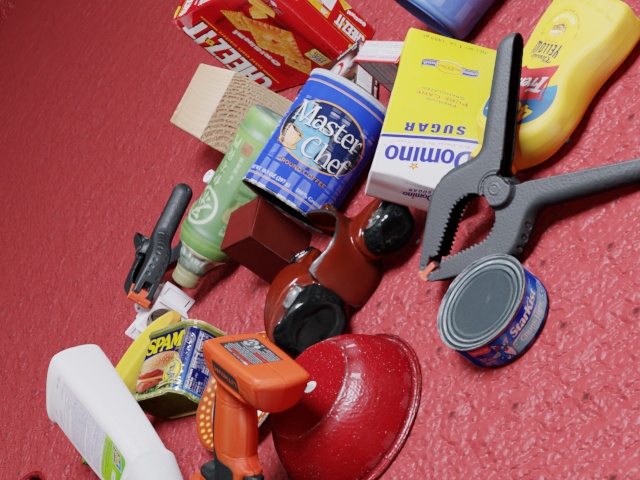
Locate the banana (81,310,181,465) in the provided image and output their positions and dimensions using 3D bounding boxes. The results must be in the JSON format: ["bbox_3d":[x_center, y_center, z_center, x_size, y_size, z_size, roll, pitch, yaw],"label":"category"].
[{"bbox_3d":[-0.218,0.164,1.223,0.198,0.037,0.070,-61,28,-4],"label":"banana"}]

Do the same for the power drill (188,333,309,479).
[{"bbox_3d":[-0.054,0.183,0.863,0.185,0.057,0.188,30,118,52],"label":"power drill"}]

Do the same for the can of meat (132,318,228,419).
[{"bbox_3d":[-0.151,0.140,1.138,0.102,0.057,0.084,-21,46,46],"label":"can of meat"}]

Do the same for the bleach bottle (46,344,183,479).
[{"bbox_3d":[-0.201,0.213,1.083,0.251,0.067,0.103,42,134,43],"label":"bleach bottle"}]

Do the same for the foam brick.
[{"bbox_3d":[-0.057,0.001,1.123,0.051,0.078,0.053,-23,42,41],"label":"foam brick"}]

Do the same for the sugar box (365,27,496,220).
[{"bbox_3d":[0.105,-0.110,0.984,0.048,0.093,0.176,103,-178,-56],"label":"sugar box"}]

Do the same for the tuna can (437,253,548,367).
[{"bbox_3d":[0.134,0.055,0.830,0.086,0.033,0.086,-36,33,29],"label":"tuna can"}]

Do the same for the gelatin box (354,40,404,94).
[{"bbox_3d":[0.087,-0.175,1.102,0.030,0.073,0.089,-59,29,-8],"label":"gelatin box"}]

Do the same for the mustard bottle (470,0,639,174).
[{"bbox_3d":[0.188,-0.122,0.914,0.191,0.058,0.096,-55,34,-1],"label":"mustard bottle"}]

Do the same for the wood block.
[{"bbox_3d":[-0.111,-0.155,1.318,0.091,0.090,0.206,-63,20,2],"label":"wood block"}]

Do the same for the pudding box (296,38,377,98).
[{"bbox_3d":[0.017,-0.166,1.231,0.114,0.039,0.090,-33,35,34],"label":"pudding box"}]

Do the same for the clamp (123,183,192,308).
[{"bbox_3d":[-0.196,0.007,1.283,0.120,0.039,0.171,-55,22,28],"label":"clamp"}]

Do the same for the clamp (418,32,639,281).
[{"bbox_3d":[0.146,-0.052,0.867,0.210,0.036,0.165,-46,65,26],"label":"clamp"}]

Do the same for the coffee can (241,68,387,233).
[{"bbox_3d":[-0.002,-0.094,1.117,0.140,0.102,0.103,-57,29,-5],"label":"coffee can"}]

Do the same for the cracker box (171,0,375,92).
[{"bbox_3d":[-0.063,-0.267,1.328,0.214,0.164,0.072,-6,52,53],"label":"cracker box"}]

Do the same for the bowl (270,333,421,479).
[{"bbox_3d":[0.008,0.138,0.905,0.162,0.055,0.162,-36,33,28],"label":"bowl"}]
